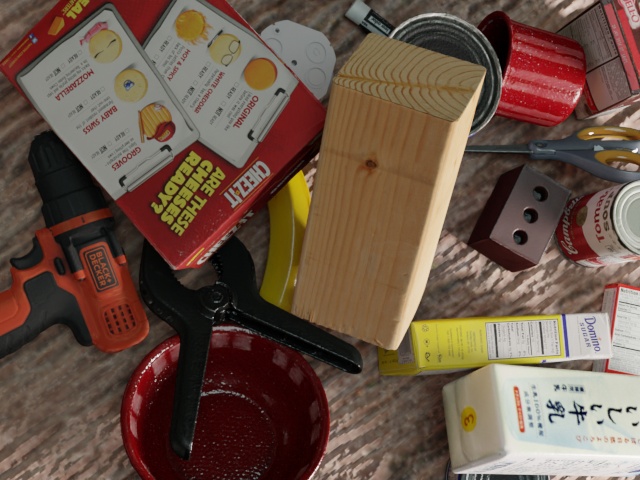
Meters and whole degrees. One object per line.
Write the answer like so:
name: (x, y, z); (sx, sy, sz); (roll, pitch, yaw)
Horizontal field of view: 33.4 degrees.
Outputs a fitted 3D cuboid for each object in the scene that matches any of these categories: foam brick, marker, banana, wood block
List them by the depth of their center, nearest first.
wood block: (0.047, -0.032, 0.789); (0.091, 0.206, 0.090); (20, 38, 11)
banana: (-0.039, -0.006, 0.897); (0.070, 0.037, 0.198); (-9, 82, 14)
foam brick: (0.175, -0.019, 0.945); (0.053, 0.051, 0.078); (29, 77, -10)
marker: (0.075, -0.173, 0.954); (0.121, 0.020, 0.020); (35, 76, -8)

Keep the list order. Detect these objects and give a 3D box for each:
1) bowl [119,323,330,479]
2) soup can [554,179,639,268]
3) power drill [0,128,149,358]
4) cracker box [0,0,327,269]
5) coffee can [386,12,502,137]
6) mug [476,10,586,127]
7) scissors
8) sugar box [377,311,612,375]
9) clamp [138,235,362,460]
bowl: (-0.076, 0.148, 0.839); (0.162, 0.055, 0.162); (5, 57, -7)
soup can: (0.260, -0.014, 0.941); (0.068, 0.102, 0.068); (2, 83, -15)
power drill: (-0.245, 0.023, 0.824); (0.187, 0.057, 0.184); (-21, 89, -16)
cracker box: (-0.113, -0.109, 0.812); (0.164, 0.072, 0.214); (-44, 82, 7)
coffee can: (0.074, -0.117, 0.883); (0.102, 0.140, 0.103); (2, 83, -15)
mug: (0.179, -0.156, 0.952); (0.081, 0.093, 0.117); (11, 44, -18)
scissors: (0.211, -0.072, 0.953); (0.201, 0.096, 0.016); (-9, 126, -18)
sugar box: (0.145, 0.086, 0.904); (0.176, 0.093, 0.048); (-4, 83, -16)
clamp: (-0.072, 0.053, 0.844); (0.164, 0.036, 0.210); (-17, 66, -21)
